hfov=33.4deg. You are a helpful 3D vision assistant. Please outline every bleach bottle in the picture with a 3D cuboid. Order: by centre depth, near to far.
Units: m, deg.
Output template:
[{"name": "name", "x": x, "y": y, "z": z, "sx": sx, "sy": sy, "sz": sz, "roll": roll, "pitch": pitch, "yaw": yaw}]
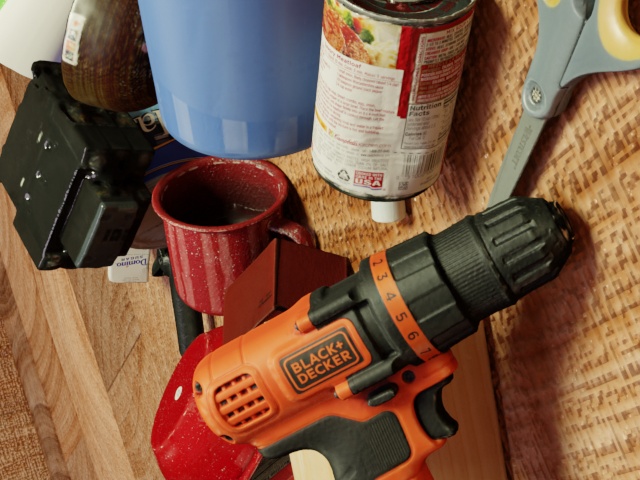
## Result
[{"name": "bleach bottle", "x": -0.163, "y": -0.232, "z": 0.776, "sx": 0.251, "sy": 0.068, "sz": 0.102, "roll": -45, "pitch": 27, "yaw": 36}]

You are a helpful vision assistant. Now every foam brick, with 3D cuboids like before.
[{"name": "foam brick", "x": -0.024, "y": 0.043, "z": 0.680, "sx": 0.078, "sy": 0.051, "sz": 0.053, "roll": -43, "pitch": 39, "yaw": 49}]

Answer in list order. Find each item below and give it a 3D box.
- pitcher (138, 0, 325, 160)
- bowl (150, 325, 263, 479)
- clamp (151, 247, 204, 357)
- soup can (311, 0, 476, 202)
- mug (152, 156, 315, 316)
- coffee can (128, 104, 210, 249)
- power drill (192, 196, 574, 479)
[{"name": "pitcher", "x": -0.044, "y": -0.173, "z": 0.549, "sx": 0.145, "sy": 0.149, "sz": 0.243, "roll": 12, "pitch": 128, "yaw": 19}, {"name": "bowl", "x": -0.079, "y": 0.120, "z": 0.780, "sx": 0.162, "sy": 0.055, "sz": 0.162, "roll": -55, "pitch": 18, "yaw": 28}, {"name": "clamp", "x": -0.123, "y": 0.027, "z": 0.954, "sx": 0.120, "sy": 0.039, "sz": 0.172, "roll": 61, "pitch": 158, "yaw": 27}, {"name": "soup can", "x": 0.032, "y": -0.077, "z": 0.501, "sx": 0.068, "sy": 0.068, "sz": 0.102, "roll": 54, "pitch": 150, "yaw": 40}, {"name": "mug", "x": -0.055, "y": 0.001, "z": 0.740, "sx": 0.117, "sy": 0.093, "sz": 0.081, "roll": 14, "pitch": 130, "yaw": 23}, {"name": "coffee can", "x": -0.135, "y": -0.078, "z": 0.832, "sx": 0.140, "sy": 0.102, "sz": 0.103, "roll": 64, "pitch": 155, "yaw": 23}, {"name": "power drill", "x": 0.060, "y": 0.092, "z": 0.477, "sx": 0.187, "sy": 0.185, "sz": 0.057, "roll": 61, "pitch": -165, "yaw": -3}]
